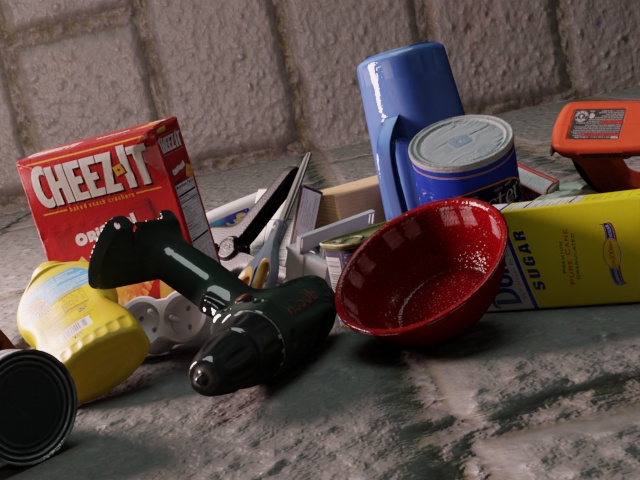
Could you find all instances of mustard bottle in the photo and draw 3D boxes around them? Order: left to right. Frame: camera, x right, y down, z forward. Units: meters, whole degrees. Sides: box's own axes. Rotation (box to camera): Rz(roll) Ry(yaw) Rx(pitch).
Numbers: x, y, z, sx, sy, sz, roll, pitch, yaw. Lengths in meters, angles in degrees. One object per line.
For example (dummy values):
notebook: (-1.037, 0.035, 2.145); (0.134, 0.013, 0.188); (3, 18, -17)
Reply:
mustard bottle: (-0.232, 0.070, 0.993); (0.096, 0.058, 0.192); (-36, 38, -8)

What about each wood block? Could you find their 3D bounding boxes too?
wood block: (0.089, -0.038, 1.374); (0.205, 0.091, 0.090); (-17, 10, -30)

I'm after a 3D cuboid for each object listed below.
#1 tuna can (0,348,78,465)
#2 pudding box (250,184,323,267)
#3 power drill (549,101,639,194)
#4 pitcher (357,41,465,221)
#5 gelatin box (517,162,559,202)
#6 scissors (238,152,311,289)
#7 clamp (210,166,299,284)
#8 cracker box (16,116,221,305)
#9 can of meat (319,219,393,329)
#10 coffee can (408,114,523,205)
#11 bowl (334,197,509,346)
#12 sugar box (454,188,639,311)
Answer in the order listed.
tuna can: (-0.227, 0.124, 0.799); (0.034, 0.086, 0.085); (-4, 12, 44)
pudding box: (-0.048, -0.010, 1.311); (0.039, 0.113, 0.090); (19, -12, -40)
power drill: (0.317, -0.061, 1.043); (0.185, 0.057, 0.187); (2, -30, 33)
pitcher: (0.117, -0.105, 1.261); (0.145, 0.243, 0.149); (-15, 3, -10)
gelatin box: (0.214, -0.038, 1.123); (0.073, 0.089, 0.030); (30, 61, 33)
scissors: (-0.058, 0.001, 1.163); (0.016, 0.201, 0.096); (29, -34, -24)
clamp: (-0.098, 0.004, 1.275); (0.210, 0.164, 0.036); (-17, -35, 28)
cracker box: (-0.203, -0.004, 1.112); (0.164, 0.214, 0.072); (-12, 13, 17)
can of meat: (0.057, 0.031, 1.015); (0.101, 0.084, 0.058); (-17, 11, -30)
coffee can: (0.151, -0.040, 1.066); (0.103, 0.140, 0.103); (-11, 32, 7)
bowl: (0.095, 0.037, 0.907); (0.162, 0.055, 0.162); (-25, 32, 17)
sugar box: (0.211, 0.010, 0.928); (0.176, 0.093, 0.048); (-8, 10, 28)
